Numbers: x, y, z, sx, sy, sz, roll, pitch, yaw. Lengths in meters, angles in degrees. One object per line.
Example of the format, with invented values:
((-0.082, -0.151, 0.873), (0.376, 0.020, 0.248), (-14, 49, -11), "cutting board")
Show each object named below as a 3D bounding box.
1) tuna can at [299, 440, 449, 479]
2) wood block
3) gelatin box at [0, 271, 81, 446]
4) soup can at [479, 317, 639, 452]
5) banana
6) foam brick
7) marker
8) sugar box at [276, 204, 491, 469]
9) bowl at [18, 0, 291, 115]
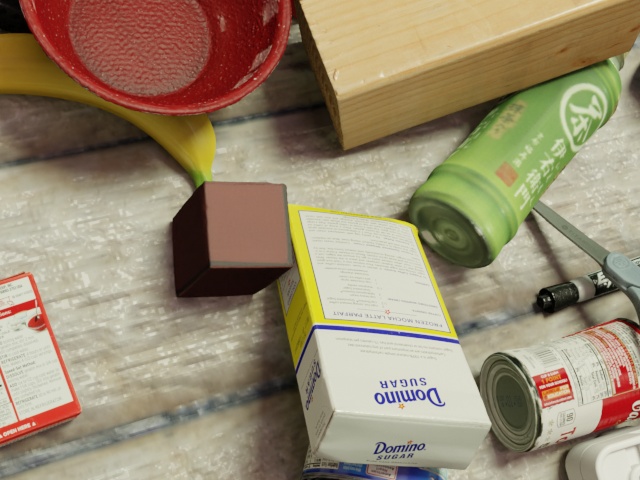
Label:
((0.033, 0.136, 0.630), (0.086, 0.086, 0.033), (19, 68, -14), "tuna can")
((0.095, -0.145, 0.688), (0.206, 0.090, 0.091), (-19, 73, -1), "wood block")
((-0.184, 0.070, 0.600), (0.073, 0.030, 0.089), (-19, 82, -23), "gelatin box")
((0.165, 0.094, 0.701), (0.102, 0.069, 0.068), (-12, 79, -22), "soup can")
((-0.143, -0.089, 0.656), (0.197, 0.037, 0.069), (23, 66, -13), "banana")
((-0.054, 0.001, 0.642), (0.052, 0.078, 0.051), (0, 74, -23), "foam brick")
((0.205, 0.028, 0.762), (0.121, 0.020, 0.020), (-16, 81, -24), "marker")
((0.029, 0.052, 0.627), (0.093, 0.048, 0.176), (8, 39, -17), "sugar box")
((-0.101, -0.137, 0.636), (0.162, 0.055, 0.162), (7, 69, -19), "bowl")
